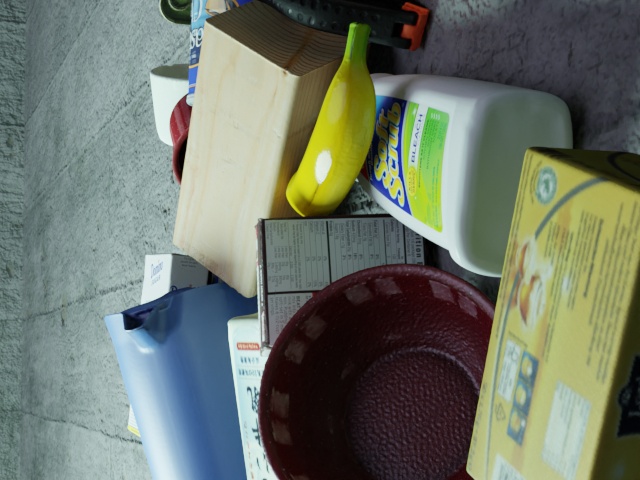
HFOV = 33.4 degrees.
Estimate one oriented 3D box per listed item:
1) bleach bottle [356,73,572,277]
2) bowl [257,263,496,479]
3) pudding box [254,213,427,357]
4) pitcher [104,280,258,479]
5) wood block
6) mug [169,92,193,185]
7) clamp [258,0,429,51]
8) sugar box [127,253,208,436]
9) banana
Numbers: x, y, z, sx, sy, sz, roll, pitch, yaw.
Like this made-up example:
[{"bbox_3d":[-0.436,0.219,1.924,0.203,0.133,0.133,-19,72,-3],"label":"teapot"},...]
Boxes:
[{"bbox_3d":[0.061,-0.052,0.665,0.251,0.068,0.102,-153,65,-68],"label":"bleach bottle"},{"bbox_3d":[0.046,0.097,0.631,0.055,0.162,0.162,47,-153,-57],"label":"bowl"},{"bbox_3d":[0.015,0.029,0.701,0.039,0.113,0.090,125,143,-76],"label":"pudding box"},{"bbox_3d":[-0.083,0.158,0.897,0.145,0.149,0.243,-27,77,65],"label":"pitcher"},{"bbox_3d":[-0.041,-0.071,0.817,0.090,0.090,0.206,34,133,23],"label":"wood block"},{"bbox_3d":[-0.096,-0.088,1.030,0.117,0.093,0.081,62,-177,-36],"label":"mug"},{"bbox_3d":[-0.016,-0.187,0.765,0.164,0.210,0.036,-45,-28,-56],"label":"clamp"},{"bbox_3d":[-0.146,0.101,1.025,0.093,0.048,0.176,-1,80,66],"label":"sugar box"},{"bbox_3d":[0.007,-0.054,0.686,0.198,0.037,0.069,117,170,-61],"label":"banana"}]
